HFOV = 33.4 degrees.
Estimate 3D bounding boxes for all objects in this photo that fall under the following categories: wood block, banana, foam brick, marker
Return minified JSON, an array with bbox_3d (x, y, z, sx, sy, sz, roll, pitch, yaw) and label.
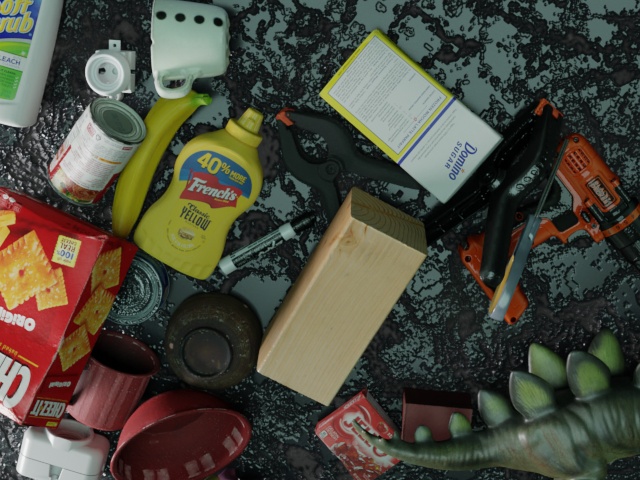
[{"bbox_3d":[0.021,0.060,1.138,0.090,0.090,0.206,27,112,-9],"label":"wood block"},{"bbox_3d":[-0.183,-0.094,1.153,0.037,0.070,0.198,21,115,-28],"label":"banana"},{"bbox_3d":[0.130,0.201,1.198,0.078,0.053,0.051,5,103,4],"label":"foam brick"},{"bbox_3d":[-0.058,0.001,1.186,0.121,0.020,0.020,-29,99,10],"label":"marker"}]

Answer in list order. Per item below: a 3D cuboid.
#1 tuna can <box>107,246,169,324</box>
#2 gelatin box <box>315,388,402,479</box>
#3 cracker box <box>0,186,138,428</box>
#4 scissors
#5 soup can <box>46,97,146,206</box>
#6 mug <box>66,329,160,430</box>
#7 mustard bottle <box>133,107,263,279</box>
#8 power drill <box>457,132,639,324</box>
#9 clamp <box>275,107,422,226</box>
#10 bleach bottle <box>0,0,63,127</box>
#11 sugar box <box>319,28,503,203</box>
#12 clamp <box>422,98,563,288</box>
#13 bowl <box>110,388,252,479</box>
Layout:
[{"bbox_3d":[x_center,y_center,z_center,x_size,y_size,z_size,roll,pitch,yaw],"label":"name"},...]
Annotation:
[{"bbox_3d":[-0.215,0.051,1.202,0.086,0.033,0.086,1,103,4],"label":"tuna can"},{"bbox_3d":[0.049,0.226,1.222,0.073,0.030,0.089,-38,97,11],"label":"gelatin box"},{"bbox_3d":[-0.314,0.068,1.138,0.164,0.072,0.213,23,87,26],"label":"cracker box"},{"bbox_3d":[0.211,-0.002,1.100,0.016,0.096,0.201,23,68,5],"label":"scissors"},{"bbox_3d":[-0.239,-0.095,1.140,0.068,0.068,0.102,40,121,-5],"label":"soup can"},{"bbox_3d":[-0.246,0.159,1.192,0.093,0.117,0.081,38,112,34],"label":"mug"},{"bbox_3d":[-0.117,-0.059,1.157,0.096,0.058,0.192,30,103,-10],"label":"mustard bottle"},{"bbox_3d":[0.257,0.006,1.144,0.188,0.057,0.184,-38,93,8],"label":"power drill"},{"bbox_3d":[0.025,-0.082,1.151,0.120,0.039,0.171,-34,103,8],"label":"clamp"},{"bbox_3d":[-0.325,-0.253,1.130,0.102,0.068,0.251,15,101,1],"label":"bleach bottle"},{"bbox_3d":[0.095,-0.130,1.117,0.176,0.048,0.093,42,103,4],"label":"sugar box"},{"bbox_3d":[0.179,-0.055,1.118,0.036,0.165,0.210,35,81,-29],"label":"clamp"},{"bbox_3d":[-0.161,0.215,1.199,0.162,0.055,0.162,-15,143,-12],"label":"bowl"}]
